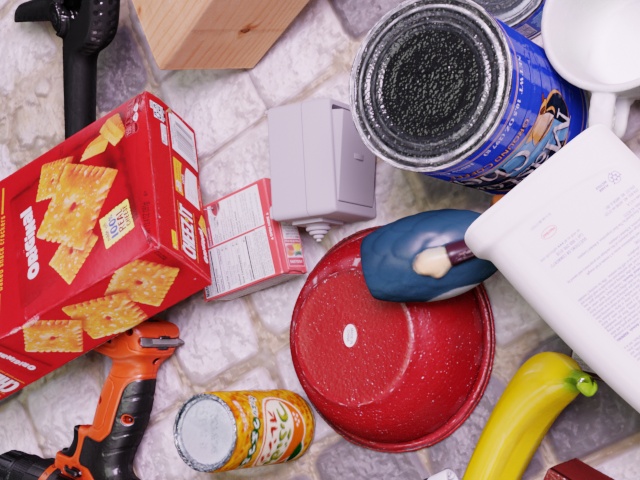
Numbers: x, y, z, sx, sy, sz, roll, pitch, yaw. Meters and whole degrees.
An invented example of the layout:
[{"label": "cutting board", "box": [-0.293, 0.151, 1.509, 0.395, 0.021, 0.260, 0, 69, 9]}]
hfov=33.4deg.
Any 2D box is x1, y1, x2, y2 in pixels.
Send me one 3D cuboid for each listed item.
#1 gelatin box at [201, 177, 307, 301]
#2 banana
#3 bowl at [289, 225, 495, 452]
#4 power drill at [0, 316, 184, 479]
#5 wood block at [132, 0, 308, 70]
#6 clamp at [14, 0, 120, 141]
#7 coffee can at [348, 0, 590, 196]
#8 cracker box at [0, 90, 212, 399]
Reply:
[{"label": "gelatin box", "box": [-0.055, 0.001, 0.802, 0.089, 0.030, 0.073, -22, 74, 40]}, {"label": "banana", "box": [0.116, 0.135, 0.667, 0.037, 0.069, 0.198, 23, 123, 4]}, {"label": "bowl", "box": [0.035, 0.067, 0.734, 0.162, 0.055, 0.162, -3, 84, 32]}, {"label": "power drill", "box": [-0.190, 0.145, 0.867, 0.185, 0.057, 0.188, 12, 94, 32]}, {"label": "wood block", "box": [-0.048, -0.213, 0.743, 0.206, 0.090, 0.090, -41, 65, 48]}, {"label": "clamp", "box": [-0.196, -0.169, 0.863, 0.210, 0.036, 0.164, -40, 68, 55]}, {"label": "coffee can", "box": [0.096, -0.084, 0.658, 0.103, 0.140, 0.103, -3, 84, 32]}, {"label": "cracker box", "box": [-0.193, 0.003, 0.824, 0.214, 0.072, 0.164, -28, 48, 19]}]
